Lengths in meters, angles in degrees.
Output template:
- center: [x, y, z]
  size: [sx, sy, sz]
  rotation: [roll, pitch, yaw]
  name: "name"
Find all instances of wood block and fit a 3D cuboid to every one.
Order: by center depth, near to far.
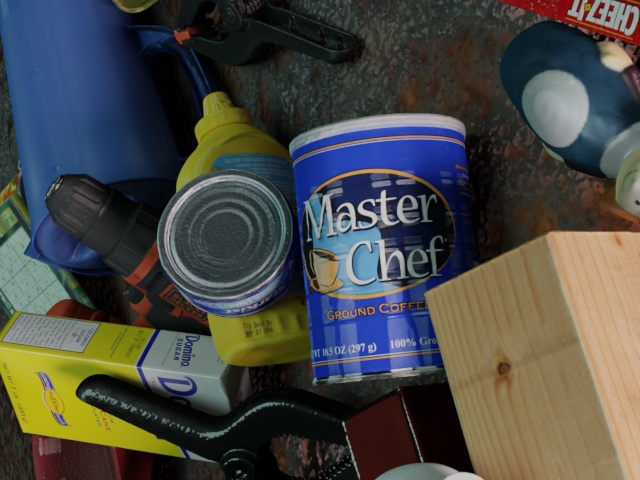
- center: [0.135, 0.107, 0.513]
  size: [0.091, 0.090, 0.206]
  rotation: [-31, 67, 44]
  name: "wood block"

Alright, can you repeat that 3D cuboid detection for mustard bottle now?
- center: [-0.045, -0.015, 0.710]
  size: [0.058, 0.096, 0.192]
  rotation: [-41, 60, 47]
  name: "mustard bottle"

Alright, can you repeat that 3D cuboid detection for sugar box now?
- center: [-0.137, 0.105, 0.758]
  size: [0.176, 0.048, 0.093]
  rotation: [7, 130, 18]
  name: "sugar box"

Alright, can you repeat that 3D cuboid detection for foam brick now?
- center: [0.062, 0.113, 0.603]
  size: [0.051, 0.078, 0.053]
  rotation: [-38, 59, 41]
  name: "foam brick"

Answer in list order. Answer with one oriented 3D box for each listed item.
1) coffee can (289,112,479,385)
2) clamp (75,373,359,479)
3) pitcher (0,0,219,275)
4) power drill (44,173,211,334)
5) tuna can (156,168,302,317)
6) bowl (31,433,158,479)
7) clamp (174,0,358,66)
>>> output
- center: [0.039, 0.008, 0.612]
  size: [0.103, 0.102, 0.140]
  rotation: [-14, 79, 47]
  name: "coffee can"
- center: [-0.054, 0.138, 0.691]
  size: [0.210, 0.036, 0.164]
  rotation: [-22, 98, 20]
  name: "clamp"
- center: [-0.173, -0.108, 0.845]
  size: [0.145, 0.149, 0.243]
  rotation: [120, 137, -53]
  name: "pitcher"
- center: [-0.140, 0.043, 0.773]
  size: [0.188, 0.184, 0.057]
  rotation: [-39, 22, 47]
  name: "power drill"
- center: [-0.054, 0.001, 0.641]
  size: [0.086, 0.033, 0.086]
  rotation: [-3, 70, 8]
  name: "tuna can"
- center: [-0.179, 0.182, 0.876]
  size: [0.162, 0.055, 0.162]
  rotation: [11, 104, 50]
  name: "bowl"
- center: [-0.044, -0.158, 0.745]
  size: [0.172, 0.039, 0.120]
  rotation: [-21, 98, 58]
  name: "clamp"
